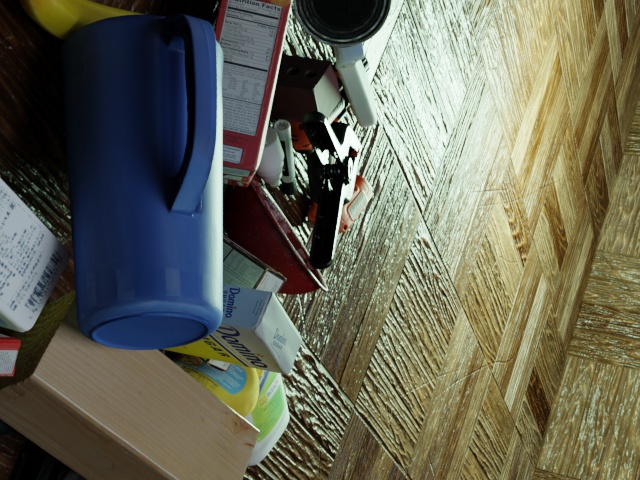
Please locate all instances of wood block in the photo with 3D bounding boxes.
[{"bbox_3d":[-0.162,0.145,0.877,0.206,0.090,0.090,43,44,-25],"label":"wood block"}]

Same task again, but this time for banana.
[{"bbox_3d":[-0.177,-0.180,0.867,0.197,0.070,0.037,2,73,-52],"label":"banana"}]

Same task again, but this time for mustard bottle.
[{"bbox_3d":[-0.118,0.151,1.058,0.191,0.096,0.058,-31,135,-48],"label":"mustard bottle"}]

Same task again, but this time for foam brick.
[{"bbox_3d":[-0.026,-0.167,1.176,0.053,0.078,0.051,-58,149,-38],"label":"foam brick"}]

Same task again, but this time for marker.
[{"bbox_3d":[-0.039,-0.091,1.220,0.121,0.020,0.020,85,27,-55],"label":"marker"}]

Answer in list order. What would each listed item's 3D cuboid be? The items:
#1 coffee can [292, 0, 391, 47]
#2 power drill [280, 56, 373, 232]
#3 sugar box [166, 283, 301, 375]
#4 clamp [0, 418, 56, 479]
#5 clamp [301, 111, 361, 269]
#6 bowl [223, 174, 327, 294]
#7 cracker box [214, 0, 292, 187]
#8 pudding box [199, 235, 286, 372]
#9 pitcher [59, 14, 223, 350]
[{"bbox_3d":[0.025,-0.276,1.153,0.140,0.103,0.103,-84,173,-65],"label":"coffee can"},{"bbox_3d":[0.018,-0.119,1.315,0.184,0.057,0.187,-50,140,-40],"label":"power drill"},{"bbox_3d":[-0.114,0.071,0.968,0.048,0.176,0.093,-67,152,-25],"label":"sugar box"},{"bbox_3d":[-0.236,0.150,0.907,0.171,0.039,0.120,-57,150,-38],"label":"clamp"},{"bbox_3d":[0.014,-0.084,1.158,0.209,0.036,0.164,-65,154,-63],"label":"clamp"},{"bbox_3d":[-0.057,0.001,1.143,0.055,0.162,0.162,-34,148,3],"label":"bowl"},{"bbox_3d":[-0.075,-0.166,1.010,0.164,0.072,0.214,161,-60,-84],"label":"cracker box"},{"bbox_3d":[-0.100,0.060,1.056,0.113,0.090,0.039,-58,144,1],"label":"pudding box"},{"bbox_3d":[-0.131,-0.047,0.827,0.149,0.145,0.243,62,20,-68],"label":"pitcher"}]
